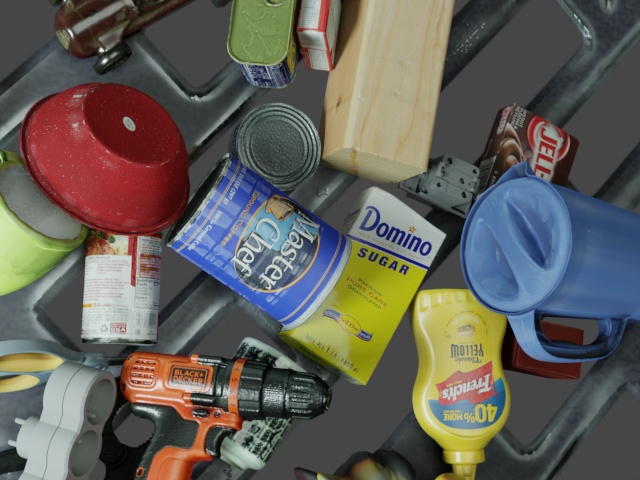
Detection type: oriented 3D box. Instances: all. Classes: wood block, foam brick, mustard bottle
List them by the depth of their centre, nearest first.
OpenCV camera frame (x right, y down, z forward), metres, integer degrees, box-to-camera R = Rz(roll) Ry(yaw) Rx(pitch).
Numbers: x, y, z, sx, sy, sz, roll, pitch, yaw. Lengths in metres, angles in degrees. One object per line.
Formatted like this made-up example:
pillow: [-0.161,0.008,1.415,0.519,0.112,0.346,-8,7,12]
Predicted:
wood block: [0.064,-0.170,1.051,0.090,0.091,0.206,14,79,-18]
mustard bottle: [0.139,0.144,1.060,0.096,0.058,0.191,-1,85,-11]
foam brick: [0.223,0.111,1.100,0.078,0.051,0.053,14,78,-19]

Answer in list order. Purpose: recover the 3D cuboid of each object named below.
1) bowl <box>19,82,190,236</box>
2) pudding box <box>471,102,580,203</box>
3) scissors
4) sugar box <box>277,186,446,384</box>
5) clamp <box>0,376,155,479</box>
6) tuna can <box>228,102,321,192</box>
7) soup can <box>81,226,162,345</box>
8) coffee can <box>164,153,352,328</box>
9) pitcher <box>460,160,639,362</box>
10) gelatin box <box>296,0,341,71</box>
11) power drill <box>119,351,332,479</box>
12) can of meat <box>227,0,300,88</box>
bowl: [-0.175,-0.084,0.928,0.162,0.055,0.162,22,44,-23]
pudding box: [0.215,-0.075,1.125,0.090,0.039,0.113,26,76,-18]
scissors: [-0.216,0.114,0.943,0.201,0.096,0.016,15,51,-48]
sugar box: [0.043,0.043,1.042,0.093,0.048,0.176,34,75,-14]
clamp: [-0.183,0.197,0.941,0.209,0.036,0.164,-41,93,-20]
tuna can: [-0.045,-0.088,1.030,0.086,0.034,0.086,2,83,-21]
soup can: [-0.176,0.041,0.947,0.068,0.069,0.102,4,83,-21]
coffee can: [-0.056,0.001,0.979,0.140,0.103,0.102,35,73,-14]
pitcher: [0.266,0.030,1.059,0.242,0.145,0.149,11,116,-38]
gelatin box: [-0.002,-0.214,1.029,0.030,0.089,0.073,5,76,7]
power drill: [-0.091,0.187,0.887,0.184,0.057,0.187,4,67,13]
can of meat: [-0.049,-0.202,1.008,0.057,0.084,0.102,5,82,6]
